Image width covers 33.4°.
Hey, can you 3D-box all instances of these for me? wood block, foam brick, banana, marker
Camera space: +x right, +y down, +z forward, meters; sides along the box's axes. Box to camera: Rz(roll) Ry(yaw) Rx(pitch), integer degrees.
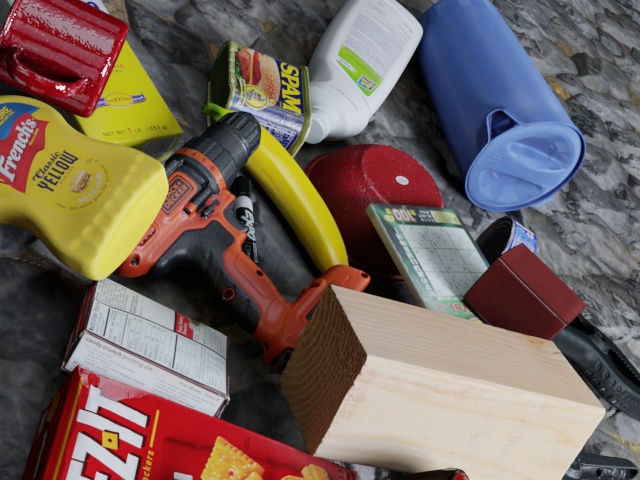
[{"bbox_3d":[0.088,0.113,0.778,0.205,0.090,0.091,16,24,-27],"label":"wood block"},{"bbox_3d":[0.169,0.050,0.886,0.078,0.053,0.051,46,35,11],"label":"foam brick"},{"bbox_3d":[-0.035,-0.045,0.947,0.198,0.037,0.069,51,29,-3],"label":"banana"},{"bbox_3d":[-0.065,-0.009,0.912,0.020,0.020,0.121,17,44,-27],"label":"marker"}]

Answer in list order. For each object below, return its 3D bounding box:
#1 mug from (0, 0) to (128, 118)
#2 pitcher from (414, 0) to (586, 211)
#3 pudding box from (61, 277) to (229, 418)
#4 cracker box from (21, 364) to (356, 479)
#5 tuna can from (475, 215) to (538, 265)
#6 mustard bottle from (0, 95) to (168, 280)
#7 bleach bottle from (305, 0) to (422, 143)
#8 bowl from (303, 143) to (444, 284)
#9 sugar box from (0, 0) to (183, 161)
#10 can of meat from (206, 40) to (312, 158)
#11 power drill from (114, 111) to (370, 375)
[{"bbox_3d":[-0.199,-0.140,0.807,0.081,0.093,0.117,24,26,-12],"label":"mug"},{"bbox_3d":[0.190,-0.155,1.188,0.144,0.149,0.243,-1,49,-21],"label":"pitcher"},{"bbox_3d":[-0.119,0.079,0.746,0.113,0.039,0.090,26,19,-14],"label":"pudding box"},{"bbox_3d":[-0.082,0.190,0.664,0.213,0.072,0.164,25,41,-18],"label":"cracker box"},{"bbox_3d":[0.169,0.021,1.022,0.033,0.086,0.086,33,39,-12],"label":"tuna can"},{"bbox_3d":[-0.214,-0.054,0.777,0.192,0.058,0.096,27,68,13],"label":"mustard bottle"},{"bbox_3d":[0.027,-0.180,1.119,0.102,0.068,0.250,37,41,-4],"label":"bleach bottle"},{"bbox_3d":[0.063,-0.039,1.018,0.162,0.055,0.162,23,41,-22],"label":"bowl"},{"bbox_3d":[-0.199,-0.140,0.905,0.093,0.048,0.176,-15,65,-42],"label":"sugar box"},{"bbox_3d":[-0.059,-0.134,1.008,0.083,0.058,0.102,18,44,-23],"label":"can of meat"},{"bbox_3d":[-0.056,0.001,0.848,0.187,0.057,0.184,39,59,2],"label":"power drill"}]
